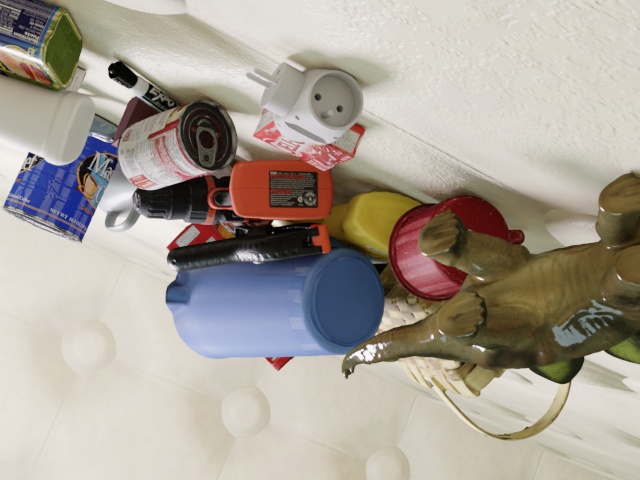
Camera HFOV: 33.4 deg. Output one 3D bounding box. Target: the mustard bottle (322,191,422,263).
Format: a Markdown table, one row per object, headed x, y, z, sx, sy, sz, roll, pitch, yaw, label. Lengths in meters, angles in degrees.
| x | y | z | sx | sy | sz | roll | pitch | yaw | label |
| --- | --- | --- | --- | --- | --- | --- | --- | --- | --- |
| 0.053 | -0.008 | 1.113 | 0.096 | 0.058 | 0.192 | 19 | 171 | -13 | mustard bottle |

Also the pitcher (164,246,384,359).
| x | y | z | sx | sy | sz | roll | pitch | yaw | label |
| --- | --- | --- | --- | --- | --- | --- | --- | --- | --- |
| -0.038 | 0.066 | 1.150 | 0.243 | 0.149 | 0.145 | -4 | 124 | 52 | pitcher |

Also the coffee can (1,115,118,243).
| x | y | z | sx | sy | sz | roll | pitch | yaw | label |
| --- | --- | --- | --- | --- | --- | --- | --- | --- | --- |
| -0.303 | -0.080 | 1.273 | 0.103 | 0.140 | 0.103 | 22 | 170 | 4 | coffee can |

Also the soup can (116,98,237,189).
| x | y | z | sx | sy | sz | roll | pitch | yaw | label |
| --- | --- | --- | --- | --- | --- | --- | --- | --- | --- |
| -0.136 | -0.088 | 1.003 | 0.102 | 0.068 | 0.068 | -12 | 148 | 44 | soup can |

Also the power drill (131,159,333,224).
| x | y | z | sx | sy | sz | roll | pitch | yaw | label |
| --- | --- | --- | --- | --- | --- | --- | --- | --- | --- |
| -0.082 | -0.046 | 1.072 | 0.184 | 0.057 | 0.188 | -3 | -179 | -23 | power drill |

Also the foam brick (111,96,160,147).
| x | y | z | sx | sy | sz | roll | pitch | yaw | label |
| --- | --- | --- | --- | --- | --- | --- | --- | --- | --- |
| -0.165 | -0.107 | 1.089 | 0.078 | 0.051 | 0.053 | 26 | 169 | -19 | foam brick |

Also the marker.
| x | y | z | sx | sy | sz | roll | pitch | yaw | label |
| --- | --- | --- | --- | --- | --- | --- | --- | --- | --- |
| -0.157 | -0.136 | 1.015 | 0.020 | 0.020 | 0.121 | 14 | 167 | 40 | marker |

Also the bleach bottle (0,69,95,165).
| x | y | z | sx | sy | sz | roll | pitch | yaw | label |
| --- | --- | --- | --- | --- | --- | --- | --- | --- | --- |
| -0.340 | -0.142 | 0.982 | 0.251 | 0.068 | 0.102 | 20 | -174 | -3 | bleach bottle |

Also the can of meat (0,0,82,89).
| x | y | z | sx | sy | sz | roll | pitch | yaw | label |
| --- | --- | --- | --- | --- | --- | --- | --- | --- | --- |
| -0.257 | -0.176 | 0.917 | 0.084 | 0.057 | 0.102 | 19 | 171 | 2 | can of meat |

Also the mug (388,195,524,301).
| x | y | z | sx | sy | sz | roll | pitch | yaw | label |
| --- | --- | --- | --- | --- | --- | --- | --- | --- | --- |
| 0.130 | 0.005 | 0.964 | 0.117 | 0.093 | 0.082 | -4 | 173 | -18 | mug |

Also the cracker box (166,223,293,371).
| x | y | z | sx | sy | sz | roll | pitch | yaw | label |
| --- | --- | --- | --- | --- | --- | --- | --- | --- | --- |
| -0.090 | 0.059 | 1.408 | 0.214 | 0.072 | 0.164 | 47 | -171 | 3 | cracker box |

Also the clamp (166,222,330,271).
| x | y | z | sx | sy | sz | roll | pitch | yaw | label |
| --- | --- | --- | --- | --- | --- | --- | --- | --- | --- |
| -0.057 | 0.001 | 1.077 | 0.172 | 0.039 | 0.120 | -4 | -163 | 29 | clamp |

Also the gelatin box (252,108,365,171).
| x | y | z | sx | sy | sz | roll | pitch | yaw | label |
| --- | --- | --- | --- | --- | --- | --- | --- | --- | --- |
| -0.012 | -0.090 | 0.903 | 0.073 | 0.030 | 0.089 | 25 | 169 | -14 | gelatin box |
